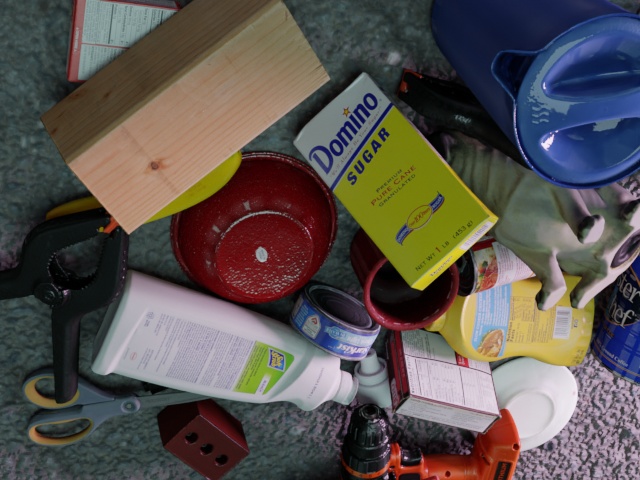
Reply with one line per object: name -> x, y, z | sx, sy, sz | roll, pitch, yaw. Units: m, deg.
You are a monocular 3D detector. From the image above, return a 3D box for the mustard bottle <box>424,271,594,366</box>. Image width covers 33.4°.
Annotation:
mustard bottle -> 0.180, 0.075, 1.085 | 0.191, 0.058, 0.096 | 4, 97, -15

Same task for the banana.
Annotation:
banana -> -0.145, -0.047, 0.942 | 0.198, 0.037, 0.069 | -24, 147, 15

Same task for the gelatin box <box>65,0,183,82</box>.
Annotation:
gelatin box -> -0.163, -0.167, 0.888 | 0.089, 0.030, 0.073 | 3, 117, -19

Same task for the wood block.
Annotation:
wood block -> -0.109, -0.115, 0.862 | 0.206, 0.090, 0.090 | -38, 130, -3

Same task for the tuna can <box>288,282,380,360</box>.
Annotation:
tuna can -> 0.014, 0.077, 1.033 | 0.086, 0.086, 0.034 | 20, 110, -23

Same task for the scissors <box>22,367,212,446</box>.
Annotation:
scissors -> -0.202, 0.147, 1.043 | 0.202, 0.016, 0.096 | -21, 116, 7

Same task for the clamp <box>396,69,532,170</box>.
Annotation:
clamp -> 0.141, -0.105, 0.931 | 0.171, 0.120, 0.039 | 21, 106, 14

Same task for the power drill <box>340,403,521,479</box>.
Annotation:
power drill -> 0.113, 0.226, 1.135 | 0.187, 0.057, 0.184 | -5, 137, -7

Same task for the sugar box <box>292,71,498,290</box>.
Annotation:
sugar box -> 0.063, -0.053, 0.932 | 0.093, 0.176, 0.048 | -43, 163, 11

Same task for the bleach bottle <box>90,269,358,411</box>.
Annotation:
bleach bottle -> -0.084, 0.114, 1.026 | 0.250, 0.068, 0.103 | 21, 110, -17

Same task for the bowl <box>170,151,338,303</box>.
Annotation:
bowl -> -0.057, 0.001, 0.992 | 0.162, 0.055, 0.162 | -6, 119, -10

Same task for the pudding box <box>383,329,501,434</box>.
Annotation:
pudding box -> 0.123, 0.141, 1.089 | 0.113, 0.090, 0.039 | 15, 136, -21

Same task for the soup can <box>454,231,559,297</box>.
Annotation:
soup can -> 0.175, 0.010, 1.035 | 0.102, 0.069, 0.068 | -14, 121, -21

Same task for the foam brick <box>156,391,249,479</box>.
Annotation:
foam brick -> -0.119, 0.197, 1.086 | 0.053, 0.051, 0.078 | -42, 119, 10

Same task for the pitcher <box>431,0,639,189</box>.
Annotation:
pitcher -> 0.184, -0.146, 0.860 | 0.145, 0.243, 0.149 | -26, 121, 1

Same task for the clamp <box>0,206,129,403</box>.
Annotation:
clamp -> -0.232, 0.050, 0.953 | 0.210, 0.036, 0.164 | -37, 110, 22

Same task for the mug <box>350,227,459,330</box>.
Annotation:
mug -> 0.073, 0.016, 1.016 | 0.093, 0.081, 0.117 | -18, 121, -4
